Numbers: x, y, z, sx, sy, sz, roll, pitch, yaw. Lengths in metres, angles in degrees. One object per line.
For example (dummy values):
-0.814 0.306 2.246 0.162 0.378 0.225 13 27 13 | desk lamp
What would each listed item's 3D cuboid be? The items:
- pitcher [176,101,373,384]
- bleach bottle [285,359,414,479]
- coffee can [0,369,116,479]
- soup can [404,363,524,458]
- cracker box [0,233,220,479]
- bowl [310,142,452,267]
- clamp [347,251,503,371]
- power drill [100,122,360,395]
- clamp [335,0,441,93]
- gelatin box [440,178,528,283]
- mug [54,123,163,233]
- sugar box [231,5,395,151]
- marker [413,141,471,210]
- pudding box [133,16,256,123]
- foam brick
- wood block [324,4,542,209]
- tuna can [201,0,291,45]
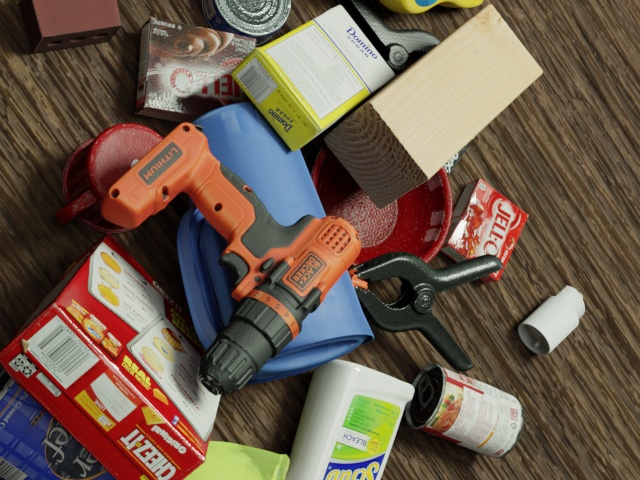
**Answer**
-0.056 0.001 0.964 0.145 0.149 0.243 -17 75 -4 | pitcher
0.009 0.244 1.010 0.102 0.068 0.251 25 76 -37 | bleach bottle
-0.218 0.169 0.894 0.140 0.103 0.102 39 68 -14 | coffee can
0.146 0.174 1.082 0.102 0.069 0.068 24 72 -20 | soup can
-0.160 0.098 0.875 0.072 0.213 0.164 -40 101 9 | cracker box
0.052 -0.040 1.081 0.161 0.055 0.162 4 80 -24 | bowl
0.097 0.066 1.044 0.171 0.039 0.120 6 90 -22 | clamp
-0.084 0.009 0.861 0.187 0.057 0.184 41 61 3 | power drill
0.067 -0.180 1.121 0.209 0.036 0.164 24 73 -17 | clamp
0.175 -0.010 1.147 0.073 0.030 0.089 35 69 -16 | gelatin box
-0.188 -0.052 0.957 0.117 0.082 0.093 -35 97 -26 | mug
-0.003 -0.156 1.005 0.093 0.048 0.176 52 33 -2 | sugar box
0.134 -0.080 1.146 0.020 0.020 0.121 40 67 -14 | marker
-0.120 -0.158 1.030 0.113 0.039 0.090 7 79 -24 | pudding box
-0.230 -0.208 0.980 0.078 0.053 0.051 -15 88 -25 | foam brick
0.112 -0.133 1.046 0.091 0.090 0.205 51 56 -4 | wood block
-0.074 -0.240 1.068 0.086 0.034 0.086 4 80 -24 | tuna can
